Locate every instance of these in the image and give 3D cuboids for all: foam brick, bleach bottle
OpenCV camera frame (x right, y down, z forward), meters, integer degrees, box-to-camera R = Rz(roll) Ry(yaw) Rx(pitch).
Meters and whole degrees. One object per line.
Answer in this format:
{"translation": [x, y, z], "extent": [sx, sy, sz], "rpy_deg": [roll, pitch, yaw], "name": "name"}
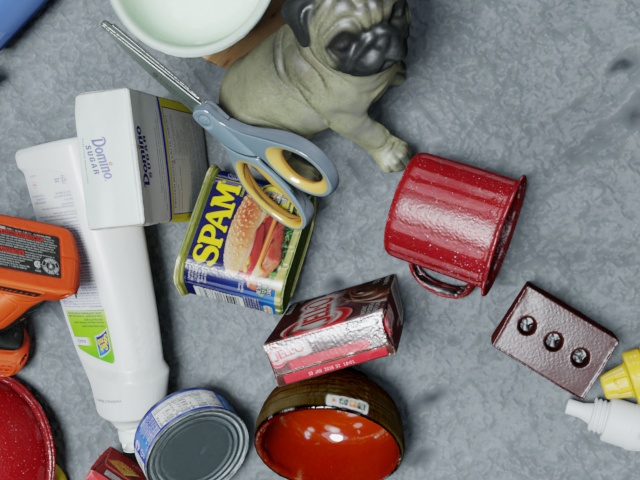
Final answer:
{"translation": [0.172, 0.072, 0.788], "extent": [0.078, 0.051, 0.053], "rpy_deg": [31, 97, 9], "name": "foam brick"}
{"translation": [-0.172, 0.043, 0.847], "extent": [0.103, 0.067, 0.251], "rpy_deg": [-3, 100, 50], "name": "bleach bottle"}

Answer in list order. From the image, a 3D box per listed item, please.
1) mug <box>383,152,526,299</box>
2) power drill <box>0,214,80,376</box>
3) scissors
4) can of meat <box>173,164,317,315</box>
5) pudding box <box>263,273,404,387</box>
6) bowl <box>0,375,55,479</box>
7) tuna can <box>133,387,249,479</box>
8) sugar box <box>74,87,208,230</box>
{"translation": [0.096, -0.007, 0.790], "extent": [0.081, 0.093, 0.117], "rpy_deg": [19, 132, 15], "name": "mug"}
{"translation": [-0.279, 0.045, 0.795], "extent": [0.188, 0.184, 0.057], "rpy_deg": [-36, 55, 41], "name": "power drill"}
{"translation": [-0.061, -0.086, 0.737], "extent": [0.096, 0.016, 0.201], "rpy_deg": [-15, 122, 48], "name": "scissors"}
{"translation": [-0.055, 0.001, 0.818], "extent": [0.084, 0.057, 0.102], "rpy_deg": [14, 68, 8], "name": "can of meat"}
{"translation": [0.014, 0.065, 0.789], "extent": [0.090, 0.113, 0.039], "rpy_deg": [-16, 96, 11], "name": "pudding box"}
{"translation": [-0.297, 0.185, 0.869], "extent": [0.162, 0.055, 0.162], "rpy_deg": [-4, 80, 22], "name": "bowl"}
{"translation": [-0.101, 0.158, 0.833], "extent": [0.086, 0.086, 0.034], "rpy_deg": [-56, 40, 8], "name": "tuna can"}
{"translation": [-0.126, -0.057, 0.781], "extent": [0.048, 0.176, 0.093], "rpy_deg": [-6, 91, 12], "name": "sugar box"}
